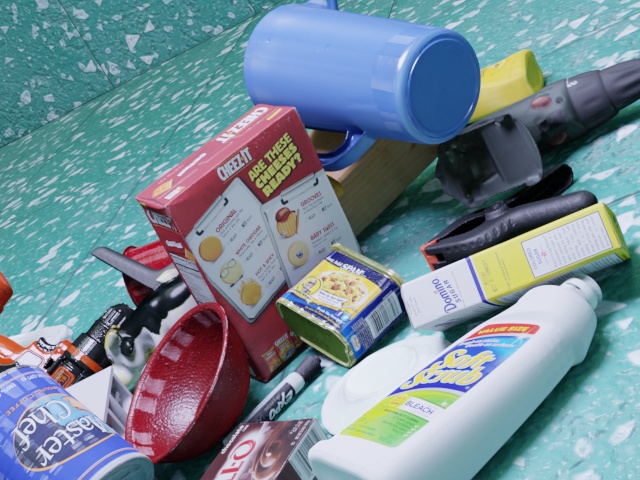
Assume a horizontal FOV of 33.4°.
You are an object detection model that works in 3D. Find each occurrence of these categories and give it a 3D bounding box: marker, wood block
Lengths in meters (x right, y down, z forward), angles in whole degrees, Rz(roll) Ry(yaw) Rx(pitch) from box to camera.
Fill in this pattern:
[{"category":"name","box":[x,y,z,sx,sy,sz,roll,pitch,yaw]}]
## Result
[{"category":"marker","box":[-0.041,0.145,0.960,0.121,0.020,0.020,-43,23,-30]},{"category":"wood block","box":[0.045,-0.094,1.193,0.206,0.090,0.091,-44,47,2]}]

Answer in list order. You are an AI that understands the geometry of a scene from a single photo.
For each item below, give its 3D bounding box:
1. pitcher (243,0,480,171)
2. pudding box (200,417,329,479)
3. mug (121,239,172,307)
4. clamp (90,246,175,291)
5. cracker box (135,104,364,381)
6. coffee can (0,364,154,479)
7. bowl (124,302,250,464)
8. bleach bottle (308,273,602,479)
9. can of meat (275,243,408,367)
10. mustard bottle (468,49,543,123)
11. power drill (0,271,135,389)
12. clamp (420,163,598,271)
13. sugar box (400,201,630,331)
[{"category":"pitcher","box":[0.037,-0.155,1.068,0.144,0.149,0.243,-31,29,-28]},{"category":"pudding box","box":[-0.053,0.192,0.839,0.090,0.039,0.113,-12,27,42]},{"category":"mug","box":[-0.183,0.040,1.326,0.082,0.093,0.117,-19,-14,16]},{"category":"clamp","box":[-0.181,0.059,1.236,0.210,0.036,0.164,-19,66,15]},{"category":"cracker box","box":[-0.057,0.001,1.032,0.164,0.213,0.072,-41,31,-24]},{"category":"coffee can","box":[-0.227,0.186,0.910,0.140,0.103,0.102,33,58,24]},{"category":"bowl","box":[-0.112,0.139,0.972,0.162,0.055,0.162,-41,31,31]},{"category":"bleach bottle","box":[0.113,0.106,0.779,0.250,0.068,0.103,-38,21,-26]},{"category":"can of meat","box":[0.021,0.060,0.990,0.083,0.057,0.102,-42,44,-22]},{"category":"mustard bottle","box":[0.182,-0.176,1.346,0.192,0.058,0.096,-20,22,27]},{"category":"power drill","box":[-0.322,0.110,1.200,0.188,0.057,0.184,33,73,18]},{"category":"clamp","box":[0.179,-0.023,1.023,0.172,0.039,0.120,-21,11,17]},{"category":"sugar box","box":[0.160,0.024,0.872,0.176,0.048,0.093,-21,-13,18]}]
